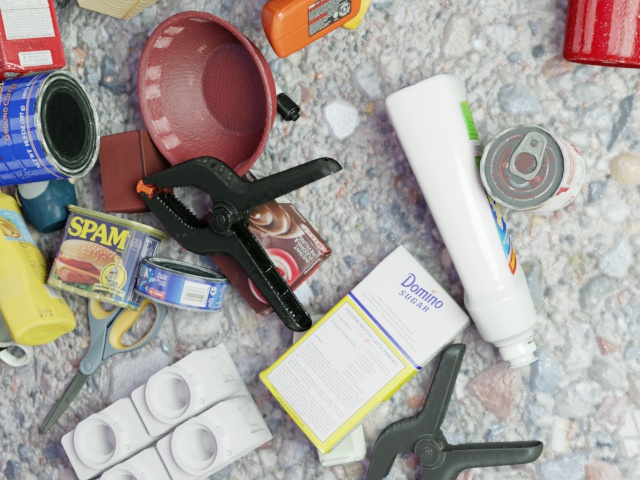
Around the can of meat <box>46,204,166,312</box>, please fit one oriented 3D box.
[{"bbox_3d":[-0.215,0.018,1.064,0.102,0.057,0.084,15,84,22],"label":"can of meat"}]

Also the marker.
[{"bbox_3d":[-0.062,-0.158,1.028,0.121,0.020,0.020,47,107,16],"label":"marker"}]

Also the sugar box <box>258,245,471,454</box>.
[{"bbox_3d":[0.040,0.097,0.952,0.176,0.048,0.093,-42,76,0],"label":"sugar box"}]

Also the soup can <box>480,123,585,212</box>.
[{"bbox_3d":[0.178,-0.058,0.881,0.069,0.102,0.068,0,90,23],"label":"soup can"}]

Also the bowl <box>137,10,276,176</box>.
[{"bbox_3d":[-0.096,-0.138,1.009,0.162,0.055,0.162,13,113,32],"label":"bowl"}]

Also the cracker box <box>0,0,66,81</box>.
[{"bbox_3d":[-0.339,-0.258,1.074,0.164,0.071,0.214,-9,94,53],"label":"cracker box"}]

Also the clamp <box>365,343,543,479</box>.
[{"bbox_3d":[0.110,0.188,0.947,0.120,0.039,0.172,46,113,21],"label":"clamp"}]

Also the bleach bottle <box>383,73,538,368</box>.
[{"bbox_3d":[0.130,-0.014,0.915,0.068,0.102,0.251,-21,89,16],"label":"bleach bottle"}]

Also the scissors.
[{"bbox_3d":[-0.244,0.109,1.109,0.202,0.016,0.096,-38,74,18],"label":"scissors"}]

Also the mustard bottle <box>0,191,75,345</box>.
[{"bbox_3d":[-0.321,0.013,1.098,0.058,0.096,0.192,-29,78,5],"label":"mustard bottle"}]

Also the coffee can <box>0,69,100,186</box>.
[{"bbox_3d":[-0.300,-0.103,1.027,0.140,0.102,0.103,-5,88,21],"label":"coffee can"}]

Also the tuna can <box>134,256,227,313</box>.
[{"bbox_3d":[-0.133,0.042,1.024,0.086,0.086,0.034,16,95,22],"label":"tuna can"}]

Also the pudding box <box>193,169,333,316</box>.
[{"bbox_3d":[-0.057,0.001,1.016,0.090,0.039,0.113,-45,73,18],"label":"pudding box"}]

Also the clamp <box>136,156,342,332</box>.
[{"bbox_3d":[-0.076,-0.030,0.976,0.210,0.036,0.165,28,114,22],"label":"clamp"}]

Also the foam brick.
[{"bbox_3d":[-0.183,-0.067,1.063,0.051,0.053,0.078,-8,86,23],"label":"foam brick"}]

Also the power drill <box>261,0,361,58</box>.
[{"bbox_3d":[-0.068,-0.240,0.948,0.184,0.057,0.188,-35,60,-20],"label":"power drill"}]
